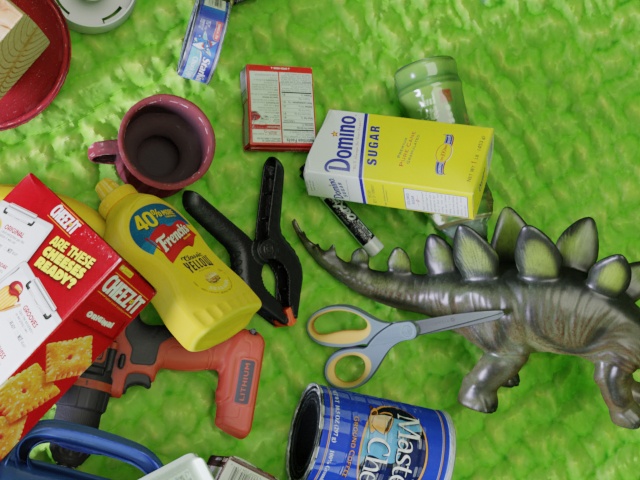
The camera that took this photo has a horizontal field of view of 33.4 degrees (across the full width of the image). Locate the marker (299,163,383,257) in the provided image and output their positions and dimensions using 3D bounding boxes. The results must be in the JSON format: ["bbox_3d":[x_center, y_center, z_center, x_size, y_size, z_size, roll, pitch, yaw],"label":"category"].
[{"bbox_3d":[0.021,-0.033,1.121,0.020,0.020,0.121,-43,95,-19],"label":"marker"}]

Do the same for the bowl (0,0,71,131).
[{"bbox_3d":[-0.320,-0.185,1.001,0.162,0.055,0.162,0,86,-1],"label":"bowl"}]

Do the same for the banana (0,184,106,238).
[{"bbox_3d":[-0.280,-0.018,1.019,0.197,0.037,0.069,2,99,-16],"label":"banana"}]

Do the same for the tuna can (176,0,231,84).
[{"bbox_3d":[-0.117,-0.202,1.071,0.033,0.086,0.086,15,77,-13],"label":"tuna can"}]

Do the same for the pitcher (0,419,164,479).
[{"bbox_3d":[-0.187,0.265,0.949,0.242,0.149,0.145,16,52,-18],"label":"pitcher"}]

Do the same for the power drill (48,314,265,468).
[{"bbox_3d":[-0.155,0.136,1.018,0.187,0.057,0.184,14,77,-15],"label":"power drill"}]

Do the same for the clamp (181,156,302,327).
[{"bbox_3d":[-0.057,0.001,1.074,0.120,0.039,0.171,-34,106,-27],"label":"clamp"}]

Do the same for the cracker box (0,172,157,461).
[{"bbox_3d":[-0.270,0.069,0.925,0.213,0.072,0.164,-47,52,-7],"label":"cracker box"}]

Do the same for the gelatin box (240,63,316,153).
[{"bbox_3d":[-0.044,-0.137,1.113,0.073,0.030,0.089,-1,81,-19],"label":"gelatin box"}]

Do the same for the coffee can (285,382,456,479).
[{"bbox_3d":[0.048,0.203,1.046,0.140,0.103,0.103,14,77,-14],"label":"coffee can"}]

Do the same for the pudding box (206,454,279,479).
[{"bbox_3d":[-0.055,0.244,1.015,0.113,0.090,0.039,31,72,-10],"label":"pudding box"}]

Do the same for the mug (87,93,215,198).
[{"bbox_3d":[-0.167,-0.086,1.038,0.117,0.082,0.093,-7,83,-18],"label":"mug"}]

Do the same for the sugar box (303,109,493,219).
[{"bbox_3d":[0.079,-0.079,1.073,0.176,0.048,0.093,10,53,16],"label":"sugar box"}]

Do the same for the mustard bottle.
[{"bbox_3d":[-0.147,0.013,1.001,0.192,0.058,0.096,47,34,15],"label":"mustard bottle"}]

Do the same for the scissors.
[{"bbox_3d":[0.081,0.107,1.062,0.202,0.016,0.096,4,99,20],"label":"scissors"}]
